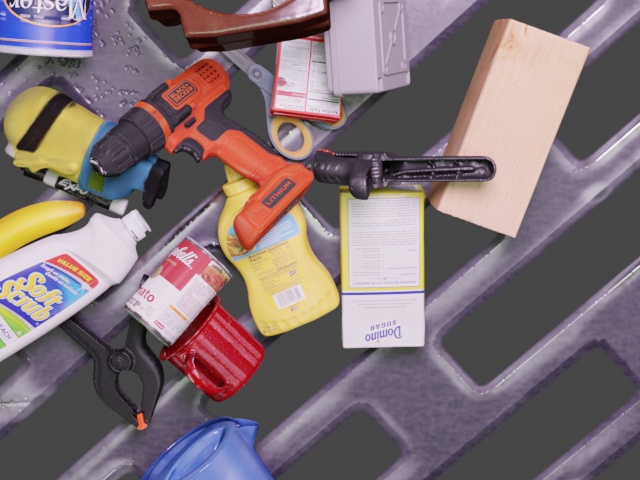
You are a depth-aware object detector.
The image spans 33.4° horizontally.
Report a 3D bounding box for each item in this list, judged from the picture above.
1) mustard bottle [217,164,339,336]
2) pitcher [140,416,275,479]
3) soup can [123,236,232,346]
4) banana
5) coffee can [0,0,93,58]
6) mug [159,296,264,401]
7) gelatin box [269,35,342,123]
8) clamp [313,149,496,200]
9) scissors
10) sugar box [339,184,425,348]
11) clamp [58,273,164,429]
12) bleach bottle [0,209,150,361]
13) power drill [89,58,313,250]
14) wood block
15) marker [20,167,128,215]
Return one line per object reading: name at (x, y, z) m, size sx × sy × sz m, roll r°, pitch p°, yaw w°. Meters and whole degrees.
mustard bottle at (-0.058, 0.001, 1.160) m, size 0.096 × 0.058 × 0.191 m, roll -23°, pitch 101°, yaw 6°
pitcher at (-0.093, 0.333, 1.193) m, size 0.149 × 0.144 × 0.243 m, roll -25°, pitch 106°, yaw 36°
soup can at (-0.153, 0.056, 1.150) m, size 0.068 × 0.069 × 0.102 m, roll 43°, pitch 79°, yaw -8°
banana at (-0.347, 0.013, 1.173) m, size 0.198 × 0.037 × 0.069 m, roll -45°, pitch 120°, yaw 9°
coffee can at (-0.281, -0.260, 1.082) m, size 0.103 × 0.103 × 0.140 m, roll 4°, pitch 101°, yaw -2°
mug at (-0.116, 0.126, 1.158) m, size 0.093 × 0.117 × 0.081 m, roll -41°, pitch 104°, yaw 18°
gelatin box at (-0.013, -0.172, 1.127) m, size 0.073 × 0.030 × 0.089 m, roll 6°, pitch 85°, yaw -8°
clamp at (0.065, -0.072, 1.086) m, size 0.164 × 0.210 × 0.036 m, roll -7°, pitch 102°, yaw -23°
scissors at (-0.070, -0.158, 1.148) m, size 0.201 × 0.016 × 0.096 m, roll 25°, pitch 95°, yaw -6°
sugar box at (0.067, 0.029, 1.175) m, size 0.093 × 0.048 × 0.176 m, roll -1°, pitch 105°, yaw -1°
clamp at (-0.214, 0.123, 1.193) m, size 0.120 × 0.039 × 0.171 m, roll -25°, pitch 98°, yaw 9°
bleach bottle at (-0.299, 0.041, 1.142) m, size 0.251 × 0.068 × 0.102 m, roll -34°, pitch 106°, yaw -2°
power drill at (-0.115, -0.080, 1.087) m, size 0.187 × 0.057 × 0.184 m, roll 43°, pitch 61°, yaw 3°
wood block at (0.194, -0.119, 1.123) m, size 0.090 × 0.090 × 0.206 m, roll 19°, pitch 100°, yaw -5°
marker at (-0.269, -0.058, 1.165) m, size 0.121 × 0.020 × 0.020 m, roll 22°, pitch 100°, yaw -5°
